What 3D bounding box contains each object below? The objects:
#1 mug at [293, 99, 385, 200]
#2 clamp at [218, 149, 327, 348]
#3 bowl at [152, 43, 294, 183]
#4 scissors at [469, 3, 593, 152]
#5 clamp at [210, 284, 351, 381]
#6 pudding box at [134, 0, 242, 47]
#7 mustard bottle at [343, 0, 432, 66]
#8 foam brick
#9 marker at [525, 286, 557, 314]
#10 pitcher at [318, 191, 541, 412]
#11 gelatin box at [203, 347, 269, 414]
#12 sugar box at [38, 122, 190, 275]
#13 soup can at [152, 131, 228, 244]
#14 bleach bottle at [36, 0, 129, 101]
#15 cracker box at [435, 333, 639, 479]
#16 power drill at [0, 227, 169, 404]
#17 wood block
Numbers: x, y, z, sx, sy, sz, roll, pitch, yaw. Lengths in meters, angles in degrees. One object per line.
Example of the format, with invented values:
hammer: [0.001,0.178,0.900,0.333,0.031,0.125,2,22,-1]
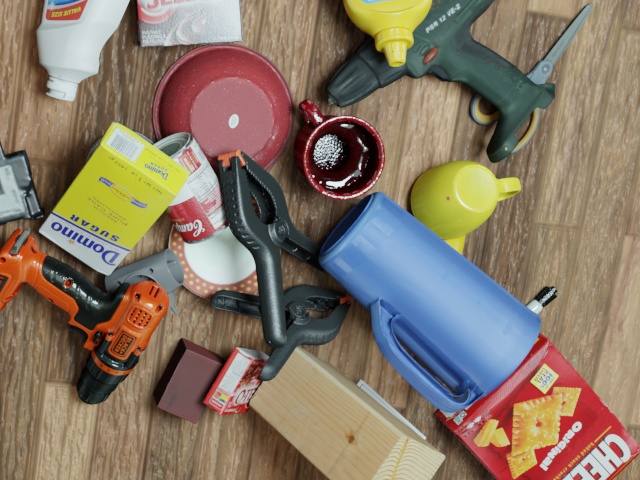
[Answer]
mug: [0.010,-0.107,1.193,0.093,0.081,0.117,-37,107,-4]
clamp: [-0.058,0.001,1.160,0.036,0.164,0.210,-13,121,32]
bowl: [-0.102,-0.135,1.175,0.162,0.055,0.162,-3,102,-13]
scissors: [0.245,-0.204,1.265,0.096,0.016,0.202,21,96,-17]
clamp: [-0.031,0.099,1.209,0.171,0.039,0.120,-7,60,-31]
pudding box: [-0.143,-0.256,1.148,0.113,0.039,0.090,-5,102,-13]
mustard bottle: [0.071,-0.279,1.147,0.096,0.058,0.191,-6,77,-3]
foam brick: [-0.151,0.160,1.225,0.053,0.051,0.078,27,94,-16]
marker: [0.248,0.101,1.326,0.121,0.020,0.020,-43,108,-2]
pitcher: [0.114,0.067,1.193,0.242,0.149,0.145,41,97,-8]
gelatin box: [-0.090,0.162,1.222,0.030,0.089,0.073,31,91,18]
sugar box: [-0.218,-0.038,1.112,0.093,0.048,0.177,35,133,-12]
soup can: [-0.142,-0.056,1.142,0.068,0.069,0.102,-32,117,-6]
bleach bottle: [-0.231,-0.266,1.098,0.103,0.068,0.251,21,99,26]
cracker box: [0.275,0.240,1.334,0.164,0.072,0.213,-43,108,-2]
power drill: [-0.277,0.083,1.158,0.187,0.057,0.185,29,120,-12]
wood block: [0.025,0.210,1.187,0.090,0.206,0.091,34,90,-44]
